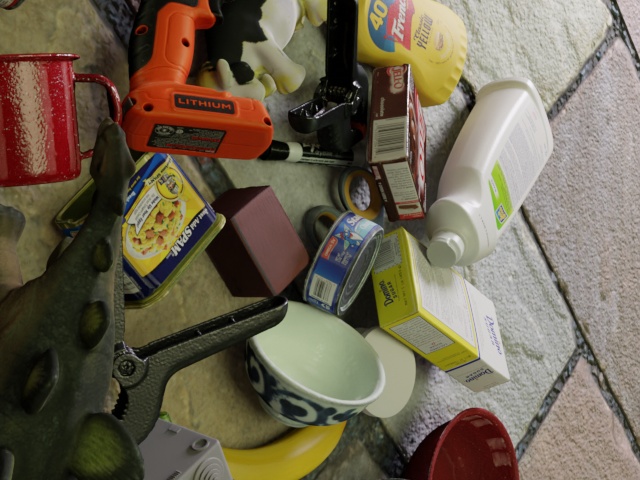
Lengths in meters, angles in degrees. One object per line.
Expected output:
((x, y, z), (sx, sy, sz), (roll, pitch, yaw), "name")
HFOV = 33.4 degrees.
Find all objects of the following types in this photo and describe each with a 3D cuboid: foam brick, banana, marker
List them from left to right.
((-0.056, 0.001, 0.859), (0.051, 0.053, 0.078), (-46, 119, -36), "foam brick")
((-0.047, 0.171, 0.867), (0.197, 0.037, 0.069), (7, 84, -44), "banana")
((-0.008, -0.076, 0.933), (0.120, 0.020, 0.020), (1, 87, -44), "marker")

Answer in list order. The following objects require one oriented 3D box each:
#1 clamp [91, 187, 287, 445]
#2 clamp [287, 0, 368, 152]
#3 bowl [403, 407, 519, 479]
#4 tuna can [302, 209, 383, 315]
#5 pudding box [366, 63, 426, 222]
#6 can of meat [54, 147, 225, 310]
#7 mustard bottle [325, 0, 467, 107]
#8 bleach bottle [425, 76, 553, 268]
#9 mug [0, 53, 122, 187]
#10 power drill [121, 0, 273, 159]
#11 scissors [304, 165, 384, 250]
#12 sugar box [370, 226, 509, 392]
((-0.127, 0.084, 0.741), (0.164, 0.036, 0.210), (29, 88, -23), "clamp")
((0.016, -0.131, 0.888), (0.171, 0.039, 0.120), (32, 80, -78), "clamp")
((0.126, 0.239, 1.015), (0.161, 0.055, 0.162), (7, 81, -50), "bowl")
((0.020, 0.020, 0.900), (0.086, 0.034, 0.086), (-58, 166, -24), "tuna can")
((0.071, -0.087, 0.956), (0.090, 0.039, 0.113), (65, 26, -51), "pudding box")
((-0.132, -0.014, 0.782), (0.084, 0.058, 0.102), (55, 54, -26), "can of meat")
((0.056, -0.204, 0.977), (0.191, 0.058, 0.096), (28, 71, -40), "mustard bottle")
((0.155, -0.060, 1.025), (0.250, 0.068, 0.102), (-51, 123, -48), "bleach bottle")
((-0.189, -0.079, 0.699), (0.117, 0.093, 0.081), (-6, 97, -14), "mug")
((-0.078, -0.153, 0.778), (0.184, 0.057, 0.187), (2, 66, -16), "power drill")
((0.063, -0.001, 0.995), (0.201, 0.016, 0.096), (25, 82, -42), "scissors")
((0.110, 0.068, 0.985), (0.176, 0.048, 0.093), (40, 34, -45), "sugar box")
